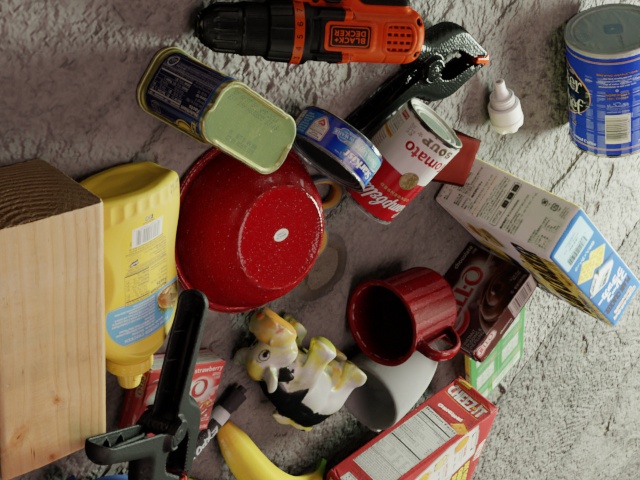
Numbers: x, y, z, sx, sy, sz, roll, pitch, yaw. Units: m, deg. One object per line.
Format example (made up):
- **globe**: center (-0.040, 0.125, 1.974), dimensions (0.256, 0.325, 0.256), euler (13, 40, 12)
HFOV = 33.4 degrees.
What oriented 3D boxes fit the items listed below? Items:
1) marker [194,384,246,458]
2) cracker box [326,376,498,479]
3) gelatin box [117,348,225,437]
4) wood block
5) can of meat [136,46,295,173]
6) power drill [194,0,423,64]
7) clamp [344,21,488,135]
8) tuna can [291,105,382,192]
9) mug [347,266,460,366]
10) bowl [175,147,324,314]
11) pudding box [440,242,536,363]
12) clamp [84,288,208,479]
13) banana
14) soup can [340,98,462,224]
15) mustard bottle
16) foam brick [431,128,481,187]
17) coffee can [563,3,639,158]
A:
- **marker**: center (-0.114, 0.188, 1.029), dimensions (0.121, 0.020, 0.020), euler (-49, 139, -12)
- **cracker box**: center (0.095, 0.273, 1.236), dimensions (0.213, 0.072, 0.164), euler (-30, 147, -32)
- **gelatin box**: center (-0.135, 0.140, 0.969), dimensions (0.089, 0.030, 0.073), euler (-2, 114, -46)
- **wood block**: center (-0.218, 0.057, 0.786), dimensions (0.090, 0.091, 0.206), euler (-19, 126, -38)
- **can of meat**: center (-0.079, -0.101, 0.838), dimensions (0.102, 0.084, 0.057), euler (28, 92, -50)
- **power drill**: center (-0.003, -0.230, 0.830), dimensions (0.184, 0.057, 0.188), euler (0, 110, -15)
- **clamp**: center (0.094, -0.173, 1.004), dimensions (0.171, 0.039, 0.120), euler (-27, 142, -33)
- **tuna can**: center (0.012, -0.081, 0.942), dimensions (0.033, 0.086, 0.086), euler (-55, 140, -8)
- **mug**: center (0.097, 0.082, 1.110), dimensions (0.081, 0.117, 0.093), euler (-19, 138, -44)
- **bowl**: center (-0.050, -0.008, 0.924), dimensions (0.161, 0.055, 0.162), euler (-13, 111, -37)
- **pudding box**: center (0.175, 0.069, 1.199), dimensions (0.113, 0.090, 0.039), euler (-51, 141, -11)
- **clamp**: center (-0.138, 0.161, 0.886), dimensions (0.210, 0.036, 0.164), euler (95, 21, -45)
- **banana**: center (-0.049, 0.242, 1.106), dimensions (0.037, 0.069, 0.197), euler (-25, 146, 20)
- **soup can**: center (0.074, -0.074, 0.998), dimensions (0.102, 0.068, 0.068), euler (-47, 144, 21)
- **mustard bottle**: center (-0.156, 0.038, 0.861), dimensions (0.096, 0.058, 0.192), euler (-32, 135, -47)
- **foam brick**: center (0.112, -0.089, 1.066), dimensions (0.078, 0.053, 0.051), euler (5, 110, -48)
- **coffee can**: center (0.328, -0.178, 1.195), dimensions (0.102, 0.103, 0.140), euler (-37, 136, -24)
